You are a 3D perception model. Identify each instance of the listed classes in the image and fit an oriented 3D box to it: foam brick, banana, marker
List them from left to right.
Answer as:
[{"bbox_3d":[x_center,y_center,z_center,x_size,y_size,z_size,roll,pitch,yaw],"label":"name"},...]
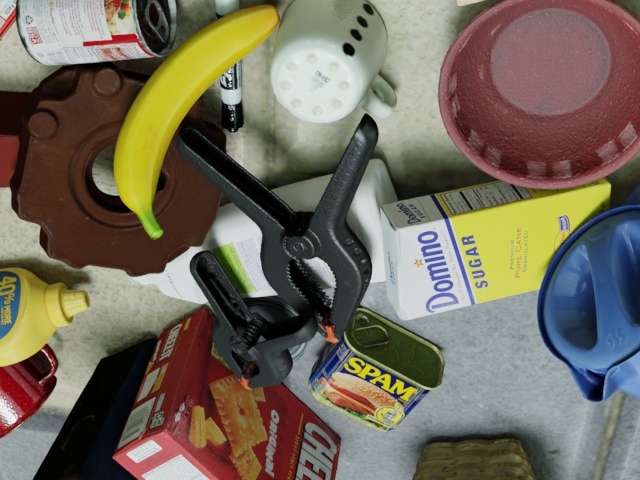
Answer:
[{"bbox_3d":[-0.257,-0.084,0.891,0.053,0.078,0.051,4,125,9],"label":"foam brick"},{"bbox_3d":[-0.103,-0.100,0.799,0.069,0.037,0.198,27,84,3],"label":"banana"},{"bbox_3d":[-0.072,-0.140,0.847,0.020,0.020,0.121,6,127,8],"label":"marker"}]

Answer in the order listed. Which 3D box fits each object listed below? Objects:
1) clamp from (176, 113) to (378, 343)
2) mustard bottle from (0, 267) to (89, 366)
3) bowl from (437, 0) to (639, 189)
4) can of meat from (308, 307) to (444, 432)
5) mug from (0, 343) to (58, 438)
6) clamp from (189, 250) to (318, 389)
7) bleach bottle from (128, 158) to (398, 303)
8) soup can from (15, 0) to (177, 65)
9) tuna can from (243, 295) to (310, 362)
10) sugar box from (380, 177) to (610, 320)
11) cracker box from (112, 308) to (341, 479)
[{"bbox_3d":[-0.022,-0.009,0.839,0.165,0.036,0.210,6,128,22],"label":"clamp"},{"bbox_3d":[-0.311,0.074,1.002,0.191,0.096,0.058,-11,142,4],"label":"mustard bottle"},{"bbox_3d":[0.169,-0.119,0.787,0.162,0.055,0.162,6,126,8],"label":"bowl"},{"bbox_3d":[0.049,0.123,0.990,0.102,0.057,0.084,28,129,-8],"label":"can of meat"},{"bbox_3d":[-0.315,0.133,1.059,0.117,0.093,0.081,-30,110,19],"label":"mug"},{"bbox_3d":[-0.066,0.075,0.919,0.120,0.039,0.172,40,150,10],"label":"clamp"},{"bbox_3d":[-0.056,0.001,0.921,0.251,0.068,0.102,-9,123,21],"label":"bleach bottle"},{"bbox_3d":[-0.168,-0.169,0.805,0.102,0.068,0.068,-1,125,19],"label":"soup can"},{"bbox_3d":[-0.048,0.075,0.989,0.086,0.033,0.086,6,127,8],"label":"tuna can"},{"bbox_3d":[0.139,0.001,0.848,0.176,0.048,0.093,-14,126,-9],"label":"sugar box"},{"bbox_3d":[-0.076,0.193,0.998,0.072,0.164,0.213,-31,115,28],"label":"cracker box"}]
